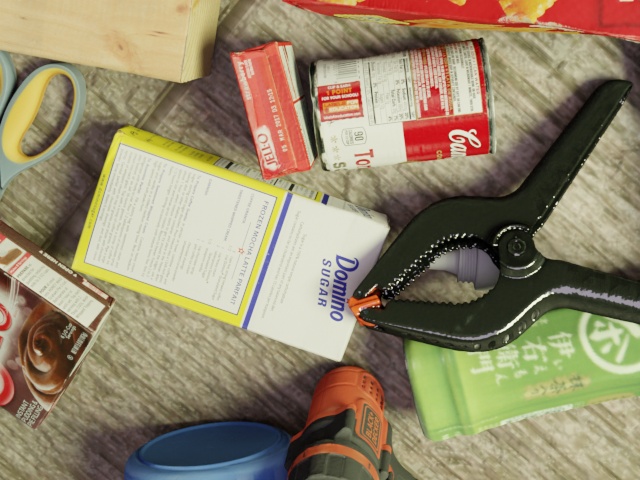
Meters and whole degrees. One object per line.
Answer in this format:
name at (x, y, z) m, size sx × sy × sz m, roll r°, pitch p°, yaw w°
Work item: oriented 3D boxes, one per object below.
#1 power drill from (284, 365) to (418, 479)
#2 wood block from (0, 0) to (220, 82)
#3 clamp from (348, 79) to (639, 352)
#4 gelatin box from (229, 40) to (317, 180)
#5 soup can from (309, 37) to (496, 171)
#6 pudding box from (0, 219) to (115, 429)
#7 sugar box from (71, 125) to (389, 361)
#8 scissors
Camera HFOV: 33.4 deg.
power drill at (0.051, 0.182, 0.627) m, size 0.057 × 0.184 × 0.187 m, roll -32°, pitch 106°, yaw 21°
wood block at (-0.166, -0.155, 0.615) m, size 0.206 × 0.091 × 0.090 m, roll 10°, pitch 101°, yaw 2°
clamp at (0.116, -0.002, 0.620) m, size 0.210 × 0.036 × 0.164 m, roll -13°, pitch 69°, yaw 6°
gelatin box at (-0.026, -0.077, 0.620) m, size 0.030 × 0.089 × 0.073 m, roll -13°, pitch 100°, yaw 6°
soup can at (0.048, -0.079, 0.626) m, size 0.102 × 0.068 × 0.068 m, roll -6°, pitch 100°, yaw 6°
pudding box at (-0.188, 0.055, 0.663) m, size 0.090 × 0.039 × 0.114 m, roll 34°, pitch 126°, yaw -3°
sugar box at (-0.054, 0.001, 0.661) m, size 0.176 × 0.048 × 0.093 m, roll 20°, pitch 103°, yaw -3°
scissors at (-0.228, -0.041, 0.680) m, size 0.096 × 0.016 × 0.202 m, roll 40°, pitch 101°, yaw -2°
